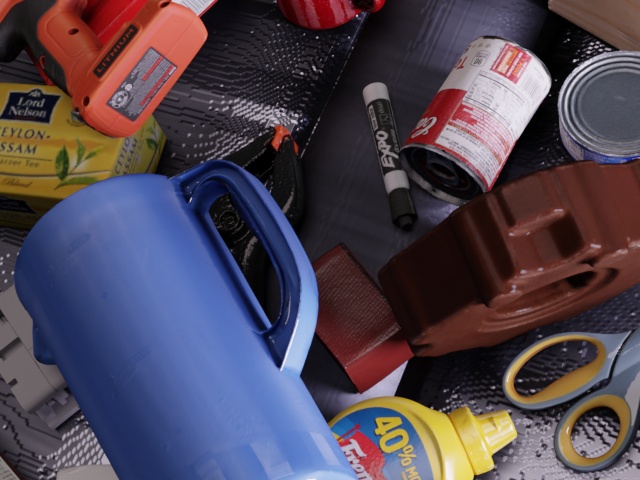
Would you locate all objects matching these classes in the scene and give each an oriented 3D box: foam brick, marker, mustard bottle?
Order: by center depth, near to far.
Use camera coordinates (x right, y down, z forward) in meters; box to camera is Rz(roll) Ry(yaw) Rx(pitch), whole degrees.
[{"bbox_3d":[0.028,0.149,0.649,0.191,0.058,0.096,-24,60,1],"label":"mustard bottle"},{"bbox_3d":[0.020,0.052,0.704,0.051,0.053,0.078,-36,60,-6],"label":"foam brick"},{"bbox_3d":[0.050,-0.061,0.773,0.020,0.020,0.121,-14,61,7],"label":"marker"}]

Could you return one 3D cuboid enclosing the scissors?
[{"bbox_3d":[0.207,0.073,0.638,0.202,0.016,0.096,-23,69,21],"label":"scissors"}]

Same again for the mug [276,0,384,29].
[{"bbox_3d":[0.005,-0.214,0.827,0.117,0.081,0.093,34,75,26],"label":"mug"}]

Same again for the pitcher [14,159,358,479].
[{"bbox_3d":[-0.071,0.074,0.616,0.144,0.149,0.243,-16,48,-25],"label":"pitcher"}]

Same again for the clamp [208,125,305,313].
[{"bbox_3d":[-0.055,0.001,0.759,0.120,0.039,0.171,33,82,19],"label":"clamp"}]

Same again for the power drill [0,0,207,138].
[{"bbox_3d":[-0.168,-0.175,0.771,0.188,0.057,0.184,40,96,31],"label":"power drill"}]

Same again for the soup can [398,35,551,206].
[{"bbox_3d":[0.108,-0.083,0.742,0.069,0.068,0.102,25,72,24],"label":"soup can"}]
